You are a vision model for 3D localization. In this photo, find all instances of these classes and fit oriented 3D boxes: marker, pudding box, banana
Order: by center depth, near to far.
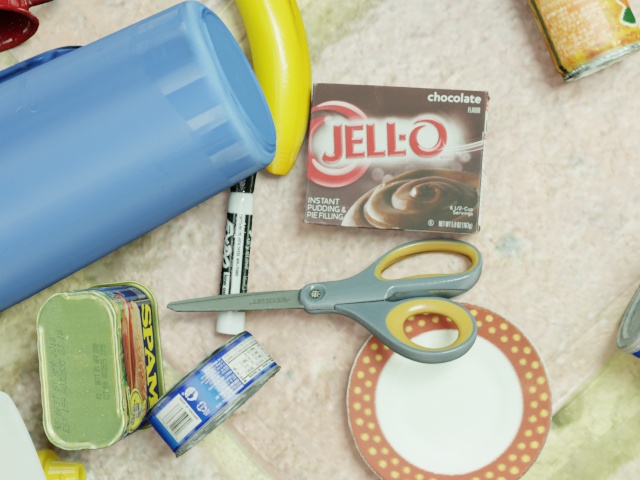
[{"bbox_3d":[0.048,-0.051,0.678,0.113,0.039,0.090,4,90,7],"label":"pudding box"},{"bbox_3d":[-0.044,-0.142,0.694,0.070,0.037,0.198,-29,84,30],"label":"banana"},{"bbox_3d":[-0.055,0.001,0.701,0.020,0.020,0.121,5,91,7],"label":"marker"}]

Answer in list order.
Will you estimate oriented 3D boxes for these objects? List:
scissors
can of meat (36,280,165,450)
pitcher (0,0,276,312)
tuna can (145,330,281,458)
[{"bbox_3d":[0.009,0.050,0.664,0.201,0.016,0.096,-16,53,-3],"label":"scissors"},{"bbox_3d":[-0.140,0.078,0.680,0.057,0.084,0.102,-5,89,8],"label":"can of meat"},{"bbox_3d":[-0.156,-0.054,0.655,0.243,0.145,0.149,-25,94,11],"label":"pitcher"},{"bbox_3d":[-0.067,0.095,0.670,0.086,0.086,0.034,-42,84,5],"label":"tuna can"}]
